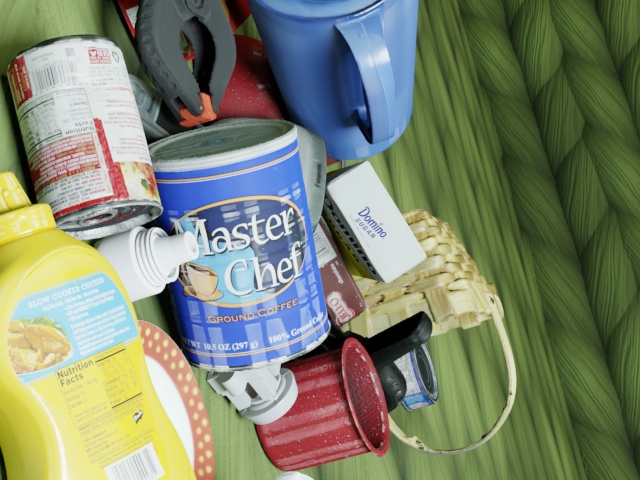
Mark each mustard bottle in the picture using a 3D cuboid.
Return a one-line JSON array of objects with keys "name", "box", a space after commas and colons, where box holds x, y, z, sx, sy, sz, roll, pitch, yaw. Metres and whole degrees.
[{"name": "mustard bottle", "box": [-0.127, 0.059, 0.521, 0.096, 0.058, 0.191, -21, 93, -53]}]

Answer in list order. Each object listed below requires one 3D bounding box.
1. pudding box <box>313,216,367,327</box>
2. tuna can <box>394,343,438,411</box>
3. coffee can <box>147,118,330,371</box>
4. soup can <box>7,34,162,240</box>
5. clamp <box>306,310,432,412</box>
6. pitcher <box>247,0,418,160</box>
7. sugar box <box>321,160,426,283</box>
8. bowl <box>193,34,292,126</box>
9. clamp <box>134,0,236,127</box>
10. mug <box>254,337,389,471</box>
[{"name": "pudding box", "box": [-0.010, 0.011, 0.936, 0.113, 0.039, 0.090, 63, -10, -30]}, {"name": "tuna can", "box": [0.108, 0.152, 1.238, 0.086, 0.034, 0.086, -18, 90, -74]}, {"name": "coffee can", "box": [-0.055, 0.001, 0.699, 0.102, 0.103, 0.140, -60, 142, -68]}, {"name": "soup can", "box": [-0.135, -0.057, 0.608, 0.068, 0.069, 0.102, 11, 61, -71]}, {"name": "clamp", "box": [0.016, 0.093, 0.908, 0.036, 0.165, 0.210, -58, 160, -28]}, {"name": "pitcher", "box": [0.018, -0.152, 0.830, 0.243, 0.145, 0.149, 74, 39, -66]}, {"name": "sugar box", "box": [0.030, -0.015, 0.909, 0.093, 0.048, 0.176, 58, -5, -5]}, {"name": "bowl", "box": [-0.053, -0.123, 0.968, 0.162, 0.055, 0.162, -18, 90, -73]}, {"name": "clamp", "box": [-0.104, -0.166, 0.728, 0.120, 0.039, 0.171, 4, 77, -38]}, {"name": "mug", "box": [0.004, 0.133, 0.834, 0.117, 0.082, 0.093, 35, 40, -64]}]
